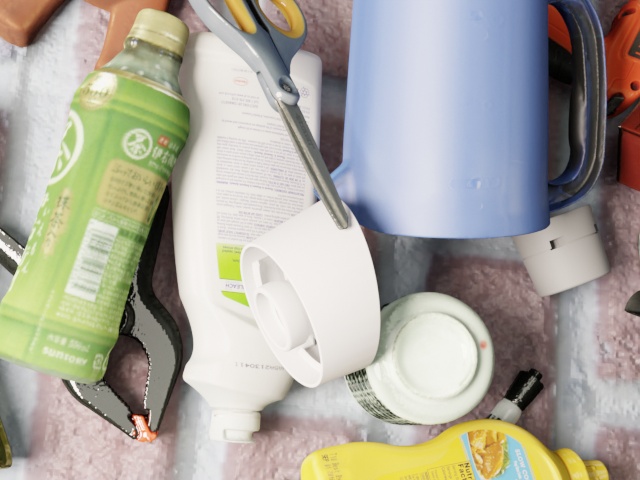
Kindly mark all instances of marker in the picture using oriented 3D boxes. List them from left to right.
[{"bbox_3d":[0.107,0.133,0.697,0.020,0.020,0.121,39,78,2],"label":"marker"}]

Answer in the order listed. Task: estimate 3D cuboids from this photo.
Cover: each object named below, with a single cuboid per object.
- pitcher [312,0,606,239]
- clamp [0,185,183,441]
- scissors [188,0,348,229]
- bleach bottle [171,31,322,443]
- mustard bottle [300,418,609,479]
[{"bbox_3d":[0.088,-0.125,0.651,0.145,0.149,0.243,8,102,31],"label":"pitcher"},{"bbox_3d":[-0.145,0.047,0.678,0.120,0.039,0.171,-10,81,-2],"label":"clamp"},{"bbox_3d":[-0.015,-0.095,0.638,0.096,0.016,0.202,-16,68,-51],"label":"scissors"},{"bbox_3d":[-0.054,0.001,0.680,0.102,0.068,0.251,7,80,-20],"label":"bleach bottle"},{"bbox_3d":[0.089,0.159,0.647,0.191,0.058,0.096,-7,73,-18],"label":"mustard bottle"}]
